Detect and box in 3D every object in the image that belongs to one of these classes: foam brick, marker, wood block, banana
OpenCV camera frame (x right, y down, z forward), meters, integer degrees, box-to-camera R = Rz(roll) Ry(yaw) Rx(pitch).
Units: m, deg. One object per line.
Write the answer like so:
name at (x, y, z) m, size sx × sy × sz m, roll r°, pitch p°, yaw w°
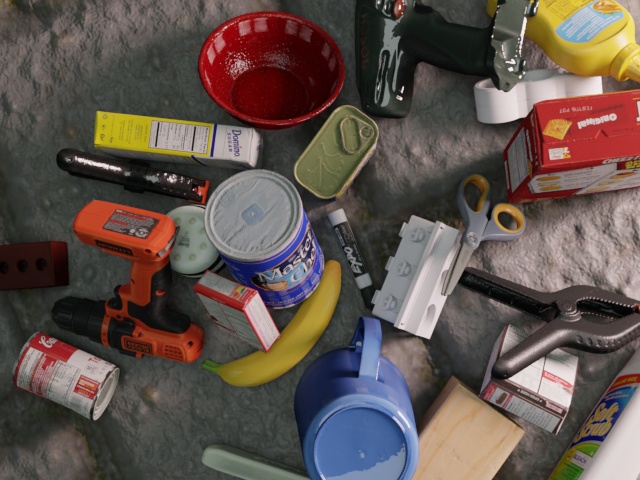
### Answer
foam brick at (-0.334, 0.030, 1.225) m, size 0.078 × 0.051 × 0.053 m, roll -6°, pitch 87°, yaw 5°
marker at (0.039, 0.023, 1.208) m, size 0.020 × 0.020 × 0.121 m, roll -23°, pitch 86°, yaw 4°
wood block at (0.122, 0.259, 1.155) m, size 0.090 × 0.091 × 0.206 m, roll 36°, pitch 91°, yaw 5°
banana at (-0.041, 0.106, 1.203) m, size 0.198 × 0.037 × 0.069 m, roll -38°, pitch 85°, yaw 2°

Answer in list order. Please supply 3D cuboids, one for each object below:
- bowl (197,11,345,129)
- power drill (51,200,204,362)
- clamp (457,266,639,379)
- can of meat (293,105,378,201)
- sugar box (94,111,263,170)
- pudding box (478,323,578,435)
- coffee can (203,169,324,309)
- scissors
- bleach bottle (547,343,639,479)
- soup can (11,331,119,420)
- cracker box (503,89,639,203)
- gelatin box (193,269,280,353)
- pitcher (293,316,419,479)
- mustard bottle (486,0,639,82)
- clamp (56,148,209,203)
bowl at (-0.056, -0.178, 1.189) m, size 0.162 × 0.055 × 0.162 m, roll 3°, pitch 58°, yaw -4°
power drill at (-0.219, 0.047, 1.165) m, size 0.184 × 0.057 × 0.188 m, roll 11°, pitch 133°, yaw 12°
clamp at (0.257, 0.091, 1.139) m, size 0.210 × 0.164 × 0.036 m, roll 4°, pitch 128°, yaw -4°
can of meat at (0.020, -0.093, 1.183) m, size 0.057 × 0.084 × 0.102 m, roll 36°, pitch 91°, yaw 6°
sugar box at (-0.156, -0.110, 1.195) m, size 0.176 × 0.093 × 0.048 m, roll 4°, pitch 88°, yaw 4°
pudding box at (0.224, 0.145, 1.141) m, size 0.090 × 0.113 × 0.039 m, roll 25°, pitch 119°, yaw 6°
coffee can at (-0.057, 0.001, 1.143) m, size 0.103 × 0.140 × 0.103 m, roll -4°, pitch 65°, yaw 9°
scissors at (0.176, 0.005, 1.137) m, size 0.096 × 0.201 × 0.016 m, roll 26°, pitch 133°, yaw -14°
bleach bottle at (0.324, 0.196, 1.145) m, size 0.068 × 0.103 × 0.251 m, roll 31°, pitch 84°, yaw -6°
soup can at (-0.288, 0.154, 1.208) m, size 0.102 × 0.068 × 0.068 m, roll 23°, pitch 90°, yaw 5°
cracker box at (0.283, -0.096, 1.090) m, size 0.164 × 0.213 × 0.072 m, roll -7°, pitch 83°, yaw 1°
gelatin box at (-0.090, 0.077, 1.166) m, size 0.073 × 0.089 × 0.030 m, roll 21°, pitch 62°, yaw 33°
pitcher at (0.038, 0.179, 1.089) m, size 0.145 × 0.243 × 0.149 m, roll -34°, pitch 92°, yaw 1°
mustard bottle at (0.276, -0.228, 1.143) m, size 0.096 × 0.058 × 0.192 m, roll -34°, pitch 60°, yaw -20°
clamp at (-0.212, -0.073, 1.189) m, size 0.171 × 0.120 × 0.039 m, roll 10°, pitch 94°, yaw 2°
